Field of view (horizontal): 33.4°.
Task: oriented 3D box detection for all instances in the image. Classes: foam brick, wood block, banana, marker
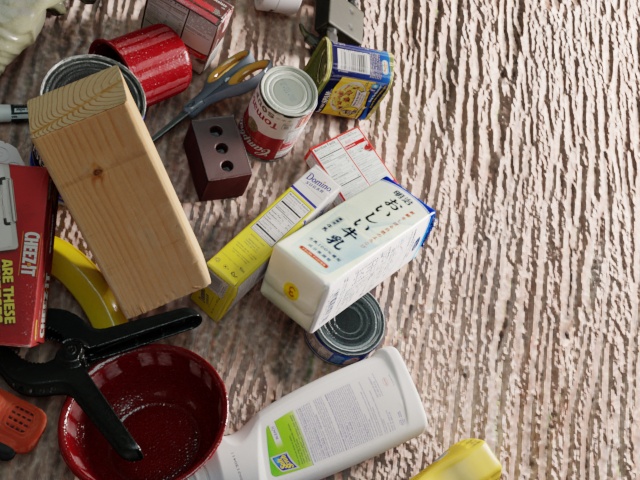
[{"bbox_3d":[-0.114,-0.090,1.177,0.052,0.051,0.078,-11,70,-23],"label":"foam brick"},{"bbox_3d":[-0.184,-0.042,0.992,0.091,0.206,0.090,-22,34,-4],"label":"wood block"},{"bbox_3d":[-0.250,0.050,1.075,0.198,0.037,0.069,39,89,5],"label":"banana"},{"bbox_3d":[-0.290,-0.139,1.158,0.121,0.020,0.020,-4,67,-21],"label":"marker"}]

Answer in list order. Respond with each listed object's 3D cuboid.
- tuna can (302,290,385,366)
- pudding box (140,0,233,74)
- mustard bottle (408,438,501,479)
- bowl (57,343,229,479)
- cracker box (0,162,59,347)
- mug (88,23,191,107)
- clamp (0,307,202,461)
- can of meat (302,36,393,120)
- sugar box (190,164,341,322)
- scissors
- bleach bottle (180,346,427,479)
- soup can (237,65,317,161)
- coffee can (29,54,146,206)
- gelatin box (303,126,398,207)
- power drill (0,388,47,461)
[{"bbox_3d":[0.026,0.090,1.150,0.086,0.034,0.086,8,63,-16],"label":"tuna can"},{"bbox_3d":[-0.153,-0.246,1.202,0.090,0.114,0.039,32,63,-3],"label":"pudding box"},{"bbox_3d":[0.086,0.267,1.051,0.191,0.096,0.058,-27,77,-28],"label":"mustard bottle"},{"bbox_3d":[-0.163,0.179,1.010,0.162,0.055,0.162,-3,50,4],"label":"bowl"},{"bbox_3d":[-0.355,0.007,0.973,0.213,0.072,0.164,5,87,-3],"label":"cracker box"},{"bbox_3d":[-0.204,-0.194,1.183,0.081,0.093,0.117,-29,41,-33],"label":"mug"},{"bbox_3d":[-0.225,0.107,1.016,0.210,0.036,0.164,18,54,15],"label":"clamp"},{"bbox_3d":[0.029,-0.186,1.245,0.083,0.102,0.057,7,64,-18],"label":"can of meat"},{"bbox_3d":[-0.058,0.001,1.130,0.048,0.093,0.176,41,59,4],"label":"sugar box"},{"bbox_3d":[-0.126,-0.152,1.192,0.201,0.096,0.016,-52,130,-32],"label":"scissors"},{"bbox_3d":[-0.022,0.192,1.070,0.250,0.068,0.102,-17,73,-23],"label":"bleach bottle"},{"bbox_3d":[-0.049,-0.141,1.195,0.068,0.102,0.068,8,64,-16],"label":"soup can"},{"bbox_3d":[-0.240,-0.108,1.090,0.102,0.140,0.103,8,63,-16],"label":"coffee can"},{"bbox_3d":[0.035,-0.080,1.237,0.073,0.030,0.089,-28,77,-27],"label":"gelatin box"},{"bbox_3d":[-0.364,0.192,0.952,0.184,0.057,0.187,27,60,-5],"label":"power drill"}]
